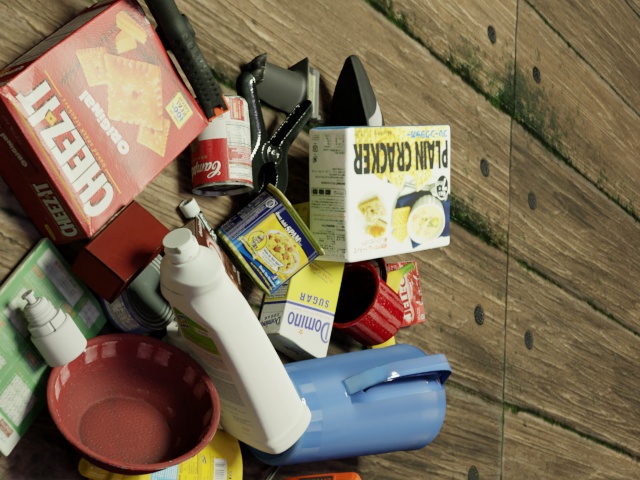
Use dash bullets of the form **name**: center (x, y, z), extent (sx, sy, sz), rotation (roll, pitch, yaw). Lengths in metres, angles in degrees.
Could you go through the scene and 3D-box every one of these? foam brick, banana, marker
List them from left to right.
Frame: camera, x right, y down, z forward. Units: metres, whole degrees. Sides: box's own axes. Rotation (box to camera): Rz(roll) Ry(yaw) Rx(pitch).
- **foam brick**: center (-0.189, 0.010, 1.015), extent (0.051, 0.053, 0.078), rotation (41, 52, -2)
- **marker**: center (-0.120, 0.006, 1.193), extent (0.121, 0.020, 0.020), rotation (61, 41, -24)
- **banana**: center (0.093, 0.127, 1.413), extent (0.037, 0.069, 0.198), rotation (12, 78, -88)

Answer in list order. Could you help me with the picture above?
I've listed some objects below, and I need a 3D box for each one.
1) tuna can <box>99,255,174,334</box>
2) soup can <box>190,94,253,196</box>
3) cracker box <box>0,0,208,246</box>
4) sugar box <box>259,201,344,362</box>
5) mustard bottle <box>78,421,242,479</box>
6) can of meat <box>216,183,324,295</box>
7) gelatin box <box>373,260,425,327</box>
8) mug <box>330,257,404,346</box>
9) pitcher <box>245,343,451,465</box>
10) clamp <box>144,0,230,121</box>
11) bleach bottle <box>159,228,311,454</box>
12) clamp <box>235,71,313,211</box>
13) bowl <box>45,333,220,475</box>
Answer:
- **tuna can**: center (-0.184, 0.052, 1.076), extent (0.086, 0.034, 0.086), rotation (38, 44, -47)
- **soup can**: center (-0.112, -0.105, 1.188), extent (0.068, 0.069, 0.102), rotation (6, 77, -52)
- **cracker box**: center (-0.222, -0.123, 1.044), extent (0.213, 0.072, 0.164), rotation (-52, 122, -43)
- **sugar box**: center (-0.018, 0.052, 1.296), extent (0.093, 0.048, 0.176), rotation (36, 54, -43)
- **mustard bottle**: center (-0.160, 0.229, 1.060), extent (0.191, 0.058, 0.096), rotation (19, 70, -50)
- **can of meat**: center (-0.058, 0.002, 1.216), extent (0.084, 0.057, 0.102), rotation (-39, 120, -7)
- **gelatin box**: center (0.109, 0.075, 1.470), extent (0.073, 0.030, 0.089), rotation (-5, 86, -53)
- **mug**: center (0.057, 0.072, 1.352), extent (0.081, 0.093, 0.117), rotation (40, 60, -47)
- **pitcher**: center (0.031, 0.188, 1.241), extent (0.242, 0.145, 0.149), rotation (1, 105, -46)
- **clamp**: center (-0.152, -0.220, 1.101), extent (0.210, 0.036, 0.164), rotation (63, -3, -15)
- **bleach bottle**: center (-0.091, 0.095, 1.038), extent (0.068, 0.103, 0.251), rotation (-45, 134, -31)
- **clamp**: center (-0.058, -0.106, 1.264), extent (0.120, 0.039, 0.171), rotation (5, 91, -41)
- **bowl**: center (-0.179, 0.163, 1.000), extent (0.162, 0.055, 0.162), rotation (14, 38, -11)
